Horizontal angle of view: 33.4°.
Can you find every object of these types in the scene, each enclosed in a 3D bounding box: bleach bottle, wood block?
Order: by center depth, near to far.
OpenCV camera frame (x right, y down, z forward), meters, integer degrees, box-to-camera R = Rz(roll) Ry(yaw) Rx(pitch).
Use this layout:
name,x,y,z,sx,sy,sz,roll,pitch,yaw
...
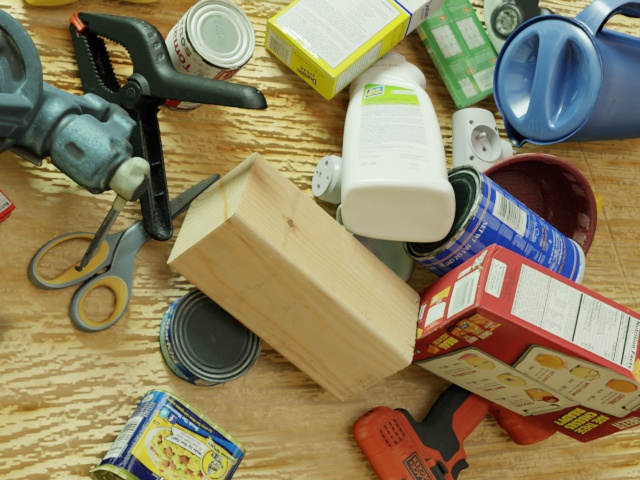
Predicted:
name,x,y,z,sx,sy,sz,roll,pitch,yaw
wood block,-0.017,0.034,0.922,0.206,0.090,0.090,41,35,-21
bleach bottle,0.074,-0.103,1.014,0.102,0.068,0.250,4,40,2

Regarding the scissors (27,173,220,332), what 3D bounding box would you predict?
name,x,y,z,sx,sy,sz,roll,pitch,yaw
scissors,-0.153,0.013,0.924,0.201,0.016,0.096,-21,88,-33

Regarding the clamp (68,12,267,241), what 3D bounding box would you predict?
name,x,y,z,sx,sy,sz,roll,pitch,yaw
clamp,-0.141,-0.127,0.904,0.036,0.165,0.210,-7,59,-57

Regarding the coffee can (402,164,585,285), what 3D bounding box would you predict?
name,x,y,z,sx,sy,sz,roll,pitch,yaw
coffee can,0.162,0.009,1.000,0.140,0.103,0.102,33,61,-24

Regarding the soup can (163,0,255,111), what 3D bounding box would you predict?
name,x,y,z,sx,sy,sz,roll,pitch,yaw
soup can,-0.108,-0.164,0.952,0.068,0.102,0.068,9,71,-28

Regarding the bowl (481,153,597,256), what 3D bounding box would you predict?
name,x,y,z,sx,sy,sz,roll,pitch,yaw
bowl,0.195,-0.020,1.085,0.162,0.055,0.162,-5,113,-12

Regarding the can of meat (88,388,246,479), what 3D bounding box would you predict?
name,x,y,z,sx,sy,sz,roll,pitch,yaw
can of meat,-0.121,0.181,0.867,0.102,0.058,0.083,40,57,-14

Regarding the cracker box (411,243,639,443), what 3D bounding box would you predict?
name,x,y,z,sx,sy,sz,roll,pitch,yaw
cracker box,0.196,0.095,0.945,0.213,0.164,0.072,25,63,-11

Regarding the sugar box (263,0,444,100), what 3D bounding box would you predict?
name,x,y,z,sx,sy,sz,roll,pitch,yaw
sugar box,0.037,-0.225,1.057,0.093,0.048,0.176,43,64,14

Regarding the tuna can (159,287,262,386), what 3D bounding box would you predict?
name,x,y,z,sx,sy,sz,roll,pitch,yaw
tuna can,-0.096,0.083,0.925,0.086,0.034,0.086,9,71,-28

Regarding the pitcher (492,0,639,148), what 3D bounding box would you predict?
name,x,y,z,sx,sy,sz,roll,pitch,yaw
pitcher,0.317,-0.177,1.162,0.242,0.149,0.145,-4,88,-43

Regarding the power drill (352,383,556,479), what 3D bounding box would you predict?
name,x,y,z,sx,sy,sz,roll,pitch,yaw
power drill,0.140,0.204,1.008,0.187,0.057,0.184,-33,92,-33
